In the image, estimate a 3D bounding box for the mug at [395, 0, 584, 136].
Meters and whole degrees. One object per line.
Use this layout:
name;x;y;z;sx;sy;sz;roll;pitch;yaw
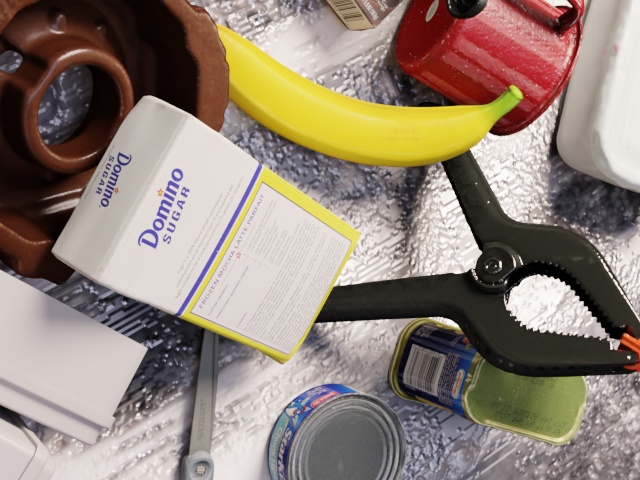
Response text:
mug;0.107;-0.128;0.655;0.081;0.117;0.093;26;59;-24

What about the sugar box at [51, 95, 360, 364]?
sugar box;-0.054;0.000;0.577;0.176;0.048;0.093;34;84;-52

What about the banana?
banana;0.016;-0.081;0.634;0.197;0.037;0.070;9;115;-9

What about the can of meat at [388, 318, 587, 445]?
can of meat;0.110;0.093;0.698;0.102;0.084;0.057;19;87;-29

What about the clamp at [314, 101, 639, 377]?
clamp;0.094;0.027;0.642;0.164;0.210;0.036;-50;157;-8

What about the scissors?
scissors;-0.090;0.147;0.635;0.096;0.016;0.202;-13;102;-26

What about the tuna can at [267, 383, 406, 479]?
tuna can;0.010;0.135;0.677;0.086;0.034;0.086;-4;98;-28
